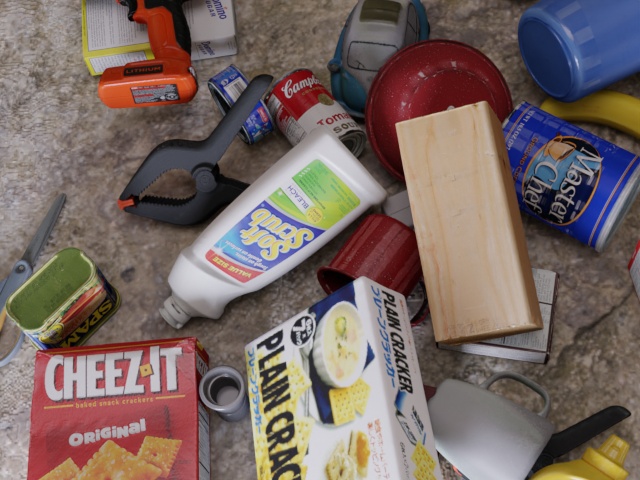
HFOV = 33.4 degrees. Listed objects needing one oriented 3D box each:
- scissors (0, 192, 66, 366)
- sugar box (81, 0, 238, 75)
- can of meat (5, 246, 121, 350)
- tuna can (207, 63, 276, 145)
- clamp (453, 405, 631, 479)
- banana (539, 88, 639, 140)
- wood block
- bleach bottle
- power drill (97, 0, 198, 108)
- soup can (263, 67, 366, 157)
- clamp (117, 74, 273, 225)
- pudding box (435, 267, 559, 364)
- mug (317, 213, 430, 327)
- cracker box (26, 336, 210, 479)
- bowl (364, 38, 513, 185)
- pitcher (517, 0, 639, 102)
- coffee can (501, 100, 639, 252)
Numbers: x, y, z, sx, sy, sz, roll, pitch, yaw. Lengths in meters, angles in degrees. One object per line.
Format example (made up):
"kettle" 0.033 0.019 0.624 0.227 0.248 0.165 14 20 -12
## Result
"scissors" -0.337 0.037 1.137 0.096 0.016 0.201 4 66 8
"sugar box" -0.186 -0.251 1.237 0.176 0.048 0.093 -7 66 -1
"can of meat" -0.260 0.063 1.079 0.057 0.084 0.102 39 75 21
"tuna can" -0.086 -0.146 1.156 0.033 0.086 0.086 -35 67 -8
"clamp" 0.210 0.219 0.983 0.171 0.039 0.120 -7 65 5
"banana" 0.318 -0.122 1.131 0.198 0.037 0.069 17 90 15
"wood block" 0.140 -0.012 0.995 0.090 0.090 0.206 -13 78 17
"bleach bottle" -0.057 0.001 1.079 0.251 0.068 0.102 -43 104 4
"power drill" -0.206 -0.240 1.177 0.184 0.057 0.187 -5 68 2
"soup can" -0.006 -0.127 1.148 0.068 0.068 0.102 -34 67 -10
"clamp" -0.116 -0.080 1.118 0.210 0.036 0.164 -10 108 9
"pudding box" 0.175 0.068 1.055 0.113 0.039 0.090 7 69 12
"mug" 0.065 0.036 1.062 0.117 0.093 0.081 42 68 -11
"cracker box" -0.190 0.205 1.013 0.164 0.072 0.213 -5 64 3
"bowl" 0.129 -0.129 1.099 0.162 0.055 0.162 -1 95 -8
"pitcher" 0.328 -0.245 1.126 0.242 0.149 0.145 -28 76 -13
"coffee can" 0.244 -0.065 1.073 0.140 0.103 0.102 29 72 18
